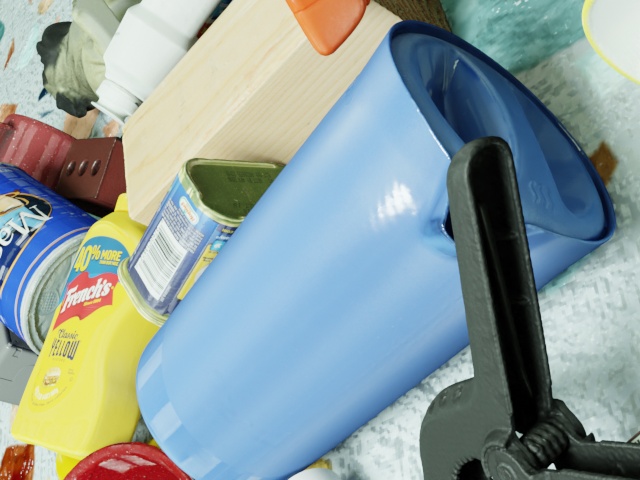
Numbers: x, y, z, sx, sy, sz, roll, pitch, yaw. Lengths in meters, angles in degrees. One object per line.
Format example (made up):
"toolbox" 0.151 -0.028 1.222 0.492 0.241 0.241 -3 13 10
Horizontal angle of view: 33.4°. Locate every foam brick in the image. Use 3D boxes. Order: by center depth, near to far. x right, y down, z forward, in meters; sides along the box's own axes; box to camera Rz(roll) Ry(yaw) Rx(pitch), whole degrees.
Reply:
"foam brick" -0.165 -0.048 0.839 0.078 0.051 0.053 3 73 52

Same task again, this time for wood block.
"wood block" -0.026 -0.091 0.658 0.206 0.090 0.090 -42 43 30

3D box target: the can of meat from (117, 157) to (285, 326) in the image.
"can of meat" -0.054 0.001 0.622 0.057 0.101 0.084 54 126 30

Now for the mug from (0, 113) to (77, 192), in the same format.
"mug" -0.253 -0.060 0.905 0.093 0.117 0.081 16 79 38

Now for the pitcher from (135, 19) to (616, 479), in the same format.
"pitcher" 0.016 0.017 0.535 0.243 0.148 0.145 -46 56 30

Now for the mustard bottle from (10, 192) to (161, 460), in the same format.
"mustard bottle" -0.135 0.045 0.693 0.096 0.058 0.191 -2 66 49

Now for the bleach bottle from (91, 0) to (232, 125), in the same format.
"bleach bottle" -0.077 -0.190 0.739 0.251 0.068 0.103 -57 8 -4

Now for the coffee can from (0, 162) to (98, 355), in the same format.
"coffee can" -0.213 0.014 0.792 0.140 0.102 0.103 29 95 35

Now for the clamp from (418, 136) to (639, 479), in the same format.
"clamp" 0.078 0.070 0.406 0.165 0.036 0.210 53 148 19
